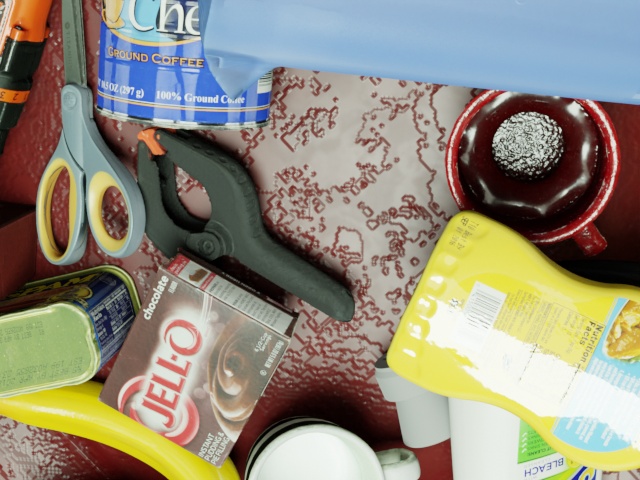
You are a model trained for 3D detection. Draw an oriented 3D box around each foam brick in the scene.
[{"bbox_3d":[-0.218,0.006,0.677,0.053,0.078,0.051,7,103,4],"label":"foam brick"}]

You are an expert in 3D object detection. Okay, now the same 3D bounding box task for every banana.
[{"bbox_3d":[-0.123,0.132,0.697,0.198,0.069,0.037,28,121,15],"label":"banana"}]

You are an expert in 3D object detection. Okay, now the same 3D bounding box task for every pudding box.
[{"bbox_3d":[-0.075,0.073,0.660,0.090,0.039,0.114,29,114,1],"label":"pudding box"}]

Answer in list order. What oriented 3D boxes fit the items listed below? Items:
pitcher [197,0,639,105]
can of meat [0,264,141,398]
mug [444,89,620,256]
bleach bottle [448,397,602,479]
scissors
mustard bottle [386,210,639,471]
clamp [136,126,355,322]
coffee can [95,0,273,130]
[{"bbox_3d":[0.066,-0.144,0.503,0.242,0.149,0.145,7,60,-11],"label":"pitcher"},{"bbox_3d":[-0.174,0.059,0.680,0.102,0.084,0.057,-12,101,11],"label":"can of meat"},{"bbox_3d":[0.127,-0.042,0.613,0.093,0.081,0.117,-38,95,14],"label":"mug"},{"bbox_3d":[0.134,0.176,0.666,0.102,0.068,0.251,-16,111,-27],"label":"bleach bottle"},{"bbox_3d":[-0.139,-0.076,0.664,0.096,0.016,0.202,20,107,30],"label":"scissors"},{"bbox_3d":[0.138,0.064,0.555,0.192,0.058,0.096,26,95,10],"label":"mustard bottle"},{"bbox_3d":[-0.054,0.001,0.671,0.120,0.039,0.171,-18,103,13],"label":"clamp"},{"bbox_3d":[-0.074,-0.140,0.609,0.103,0.102,0.140,7,104,7],"label":"coffee can"}]
